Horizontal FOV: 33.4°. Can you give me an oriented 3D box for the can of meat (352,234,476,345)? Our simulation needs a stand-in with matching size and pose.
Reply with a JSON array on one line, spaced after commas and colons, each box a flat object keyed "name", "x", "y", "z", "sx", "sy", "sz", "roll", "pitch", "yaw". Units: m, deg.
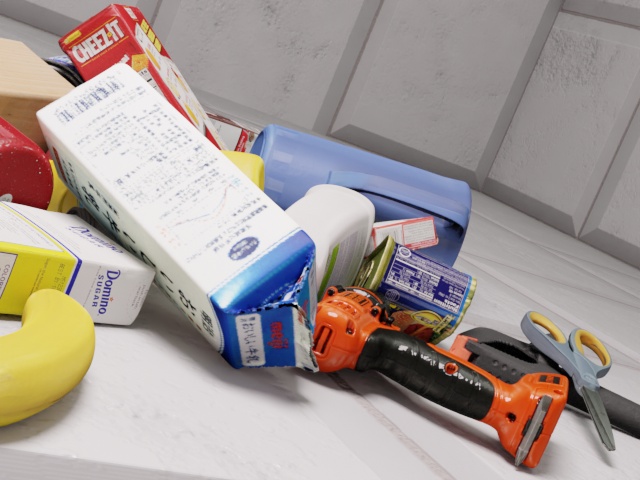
[{"name": "can of meat", "x": 0.076, "y": 0.046, "z": 0.913, "sx": 0.084, "sy": 0.057, "sz": 0.102, "roll": 24, "pitch": -20, "yaw": -5}]

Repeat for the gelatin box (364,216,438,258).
[{"name": "gelatin box", "x": 0.055, "y": 0.000, "z": 1.003, "sx": 0.073, "sy": 0.030, "sz": 0.089, "roll": -6, "pitch": 3, "yaw": 45}]

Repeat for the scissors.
[{"name": "scissors", "x": 0.204, "y": 0.107, "z": 0.885, "sx": 0.096, "sy": 0.016, "sz": 0.201, "roll": 30, "pitch": 20, "yaw": 7}]

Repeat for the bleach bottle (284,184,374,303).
[{"name": "bleach bottle", "x": -0.013, "y": 0.012, "z": 0.829, "sx": 0.068, "sy": 0.102, "sz": 0.250, "roll": 17, "pitch": 7, "yaw": 8}]

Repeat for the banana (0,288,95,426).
[{"name": "banana", "x": -0.141, "y": 0.051, "z": 0.490, "sx": 0.069, "sy": 0.037, "sz": 0.197, "roll": 25, "pitch": 9, "yaw": 7}]

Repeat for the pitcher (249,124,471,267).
[{"name": "pitcher", "x": 0.038, "y": -0.042, "z": 1.169, "sx": 0.242, "sy": 0.149, "sz": 0.145, "roll": 19, "pitch": 32, "yaw": -13}]

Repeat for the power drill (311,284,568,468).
[{"name": "power drill", "x": 0.081, "y": 0.089, "z": 0.765, "sx": 0.188, "sy": 0.057, "sz": 0.184, "roll": 22, "pitch": 9, "yaw": 12}]

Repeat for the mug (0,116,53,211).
[{"name": "mug", "x": -0.232, "y": -0.046, "z": 0.676, "sx": 0.082, "sy": 0.093, "sz": 0.117, "roll": 34, "pitch": 7, "yaw": 32}]

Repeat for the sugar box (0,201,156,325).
[{"name": "sugar box", "x": -0.189, "y": 0.007, "z": 0.612, "sx": 0.093, "sy": 0.048, "sz": 0.175, "roll": 30, "pitch": 8, "yaw": 36}]

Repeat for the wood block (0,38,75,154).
[{"name": "wood block", "x": -0.285, "y": -0.107, "z": 0.845, "sx": 0.091, "sy": 0.090, "sz": 0.206, "roll": 41, "pitch": 13, "yaw": 9}]

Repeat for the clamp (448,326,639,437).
[{"name": "clamp", "x": 0.188, "y": 0.110, "z": 0.944, "sx": 0.209, "sy": 0.036, "sz": 0.165, "roll": 18, "pitch": 14, "yaw": -28}]

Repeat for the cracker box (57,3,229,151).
[{"name": "cracker box", "x": -0.160, "y": -0.124, "z": 1.057, "sx": 0.213, "sy": 0.072, "sz": 0.164, "roll": 57, "pitch": 4, "yaw": -10}]
